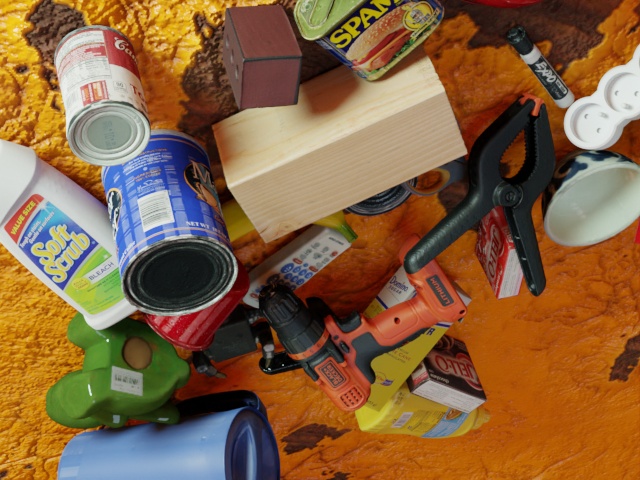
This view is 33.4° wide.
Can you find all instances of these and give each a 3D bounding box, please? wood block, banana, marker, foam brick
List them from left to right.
[{"bbox_3d":[-0.050,-0.155,0.897,0.051,0.078,0.053,-6,135,-14],"label":"foam brick"},{"bbox_3d":[-0.058,-0.017,1.053,0.197,0.069,0.037,-11,167,-18],"label":"banana"},{"bbox_3d":[0.017,-0.094,0.981,0.206,0.090,0.090,-24,139,6],"label":"wood block"},{"bbox_3d":[0.212,-0.167,1.028,0.020,0.020,0.121,-35,137,17],"label":"marker"}]

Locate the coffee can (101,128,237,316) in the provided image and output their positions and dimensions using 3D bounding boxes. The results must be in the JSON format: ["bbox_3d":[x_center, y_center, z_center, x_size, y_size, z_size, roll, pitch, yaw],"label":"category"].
[{"bbox_3d":[-0.138,-0.017,0.966,0.102,0.140,0.103,-11,139,-10],"label":"coffee can"}]

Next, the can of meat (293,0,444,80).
[{"bbox_3d":[0.043,-0.194,0.906,0.102,0.057,0.083,-37,139,21],"label":"can of meat"}]

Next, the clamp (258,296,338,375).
[{"bbox_3d":[0.012,0.128,1.262,0.171,0.039,0.120,24,125,-39],"label":"clamp"}]

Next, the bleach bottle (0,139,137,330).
[{"bbox_3d":[-0.255,-0.013,0.989,0.103,0.068,0.250,-31,136,15],"label":"bleach bottle"}]

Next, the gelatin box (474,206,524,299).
[{"bbox_3d":[0.199,0.009,1.175,0.030,0.073,0.089,-10,139,-11],"label":"gelatin box"}]

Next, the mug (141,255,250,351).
[{"bbox_3d":[-0.118,0.052,1.098,0.117,0.093,0.082,3,134,-53],"label":"mug"}]

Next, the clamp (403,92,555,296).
[{"bbox_3d":[0.173,-0.045,1.071,0.164,0.036,0.210,3,108,-21],"label":"clamp"}]

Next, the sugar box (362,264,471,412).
[{"bbox_3d":[0.086,0.109,1.229,0.093,0.048,0.176,29,105,-41],"label":"sugar box"}]

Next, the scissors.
[{"bbox_3d":[0.150,-0.086,1.089,0.201,0.016,0.096,-5,111,-45],"label":"scissors"}]

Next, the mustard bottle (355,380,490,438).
[{"bbox_3d":[0.147,0.221,1.400,0.191,0.058,0.096,13,129,-31],"label":"mustard bottle"}]

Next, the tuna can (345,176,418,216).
[{"bbox_3d":[0.054,-0.064,1.069,0.086,0.034,0.086,-11,139,-10],"label":"tuna can"}]

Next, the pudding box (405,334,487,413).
[{"bbox_3d":[0.145,0.155,1.303,0.113,0.090,0.039,22,125,-37],"label":"pudding box"}]

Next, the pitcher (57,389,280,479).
[{"bbox_3d":[-0.175,0.260,1.239,0.243,0.145,0.149,-9,178,24],"label":"pitcher"}]

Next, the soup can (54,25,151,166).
[{"bbox_3d":[-0.178,-0.118,0.870,0.068,0.102,0.068,-11,138,-10],"label":"soup can"}]

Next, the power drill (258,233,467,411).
[{"bbox_3d":[0.048,0.075,1.140,0.188,0.057,0.184,-34,120,5],"label":"power drill"}]
